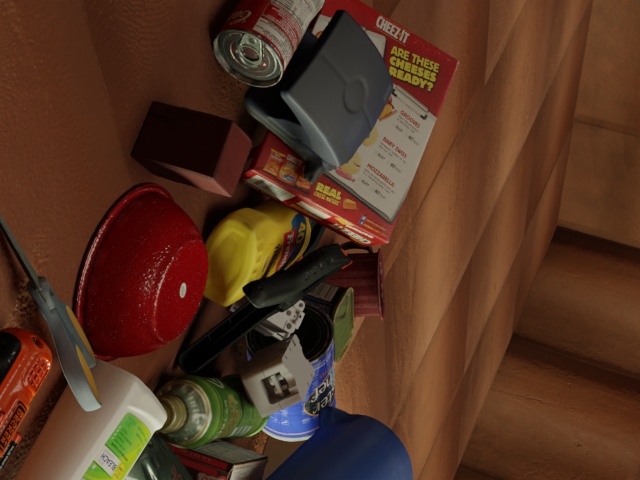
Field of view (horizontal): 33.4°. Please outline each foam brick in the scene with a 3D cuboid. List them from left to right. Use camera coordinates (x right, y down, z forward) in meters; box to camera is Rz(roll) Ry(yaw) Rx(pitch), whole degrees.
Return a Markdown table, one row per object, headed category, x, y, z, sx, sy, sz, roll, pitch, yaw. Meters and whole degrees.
| category | x | y | z | sx | sy | sz | roll | pitch | yaw |
| --- | --- | --- | --- | --- | --- | --- | --- | --- | --- |
| foam brick | -0.105 | -0.075 | 0.882 | 0.051 | 0.078 | 0.053 | 46 | 63 | -67 |

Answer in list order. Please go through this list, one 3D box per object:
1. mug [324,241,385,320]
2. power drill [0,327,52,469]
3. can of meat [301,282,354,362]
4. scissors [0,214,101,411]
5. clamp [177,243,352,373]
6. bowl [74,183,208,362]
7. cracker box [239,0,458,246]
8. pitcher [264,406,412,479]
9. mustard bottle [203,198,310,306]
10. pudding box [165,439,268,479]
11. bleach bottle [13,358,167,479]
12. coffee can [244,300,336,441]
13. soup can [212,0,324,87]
| category | x | y | z | sx | sy | sz | roll | pitch | yaw |
| --- | --- | --- | --- | --- | --- | --- | --- | --- | --- |
| mug | 0.040 | 0.048 | 1.386 | 0.093 | 0.081 | 0.117 | 77 | 13 | -53 |
| power drill | -0.248 | 0.104 | 0.665 | 0.187 | 0.057 | 0.184 | 84 | 25 | -56 |
| can of meat | -0.008 | 0.091 | 1.300 | 0.102 | 0.084 | 0.057 | 87 | 27 | -46 |
| scissors | -0.193 | 0.056 | 0.764 | 0.016 | 0.096 | 0.202 | -22 | 150 | -6 |
| clamp | -0.047 | 0.058 | 1.078 | 0.165 | 0.036 | 0.209 | -42 | 172 | 39 |
| bowl | -0.141 | 0.035 | 0.912 | 0.162 | 0.055 | 0.162 | 18 | 90 | -72 |
| cracker box | 0.027 | -0.123 | 1.091 | 0.072 | 0.164 | 0.213 | -11 | -125 | 65 |
| pitcher | 0.002 | 0.295 | 1.142 | 0.242 | 0.149 | 0.145 | -24 | 137 | -62 |
| mustard bottle | -0.057 | 0.002 | 1.119 | 0.191 | 0.058 | 0.096 | -29 | 143 | -65 |
| pudding box | -0.115 | 0.231 | 1.109 | 0.113 | 0.090 | 0.039 | 19 | 87 | -72 |
| bleach bottle | -0.217 | 0.222 | 0.851 | 0.250 | 0.068 | 0.102 | -62 | 158 | -23 |
| coffee can | -0.034 | 0.153 | 1.253 | 0.140 | 0.103 | 0.102 | 88 | 26 | -45 |
| soup can | -0.044 | -0.198 | 0.963 | 0.068 | 0.069 | 0.102 | 79 | 33 | -55 |
